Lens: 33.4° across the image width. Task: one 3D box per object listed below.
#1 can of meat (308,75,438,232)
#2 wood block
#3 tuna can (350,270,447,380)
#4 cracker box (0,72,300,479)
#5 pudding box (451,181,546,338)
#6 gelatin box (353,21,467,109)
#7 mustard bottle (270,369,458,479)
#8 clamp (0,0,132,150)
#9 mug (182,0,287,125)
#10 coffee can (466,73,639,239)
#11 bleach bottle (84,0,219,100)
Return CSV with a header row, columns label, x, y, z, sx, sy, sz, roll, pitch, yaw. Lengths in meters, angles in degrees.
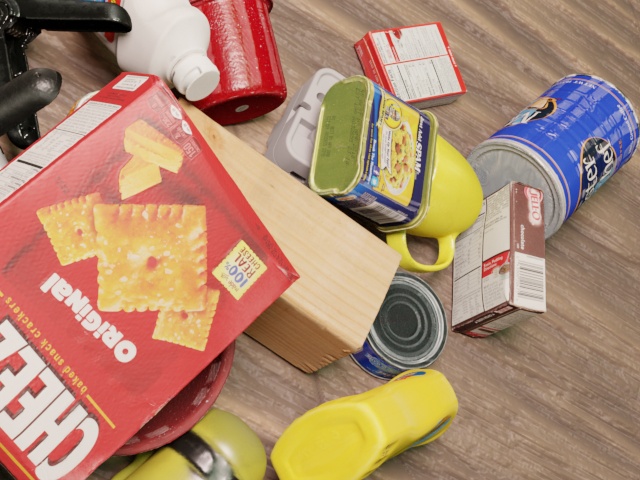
label,x,y,z,sx,sy,sz,roll,pitch,yaw
can of meat,0.041,-0.067,0.830,0.083,0.058,0.102,24,68,-43
wood block,-0.055,0.001,0.800,0.206,0.091,0.090,35,58,-13
tuna can,0.061,0.069,0.872,0.086,0.034,0.086,11,66,-25
cracker box,-0.139,0.027,0.642,0.213,0.072,0.164,-43,118,-20
pudding box,0.150,0.017,0.909,0.039,0.090,0.113,16,65,-22
gelatin box,0.082,-0.157,0.975,0.089,0.030,0.073,-15,80,-32
mustard bottle,0.050,0.135,0.795,0.191,0.096,0.058,-7,64,-59
clamp,-0.223,-0.144,0.764,0.172,0.039,0.120,32,85,28
mug,-0.085,-0.139,0.847,0.117,0.093,0.081,-14,82,-1
coffee can,0.211,-0.076,0.971,0.140,0.103,0.103,-38,92,-34
bleach bottle,-0.150,-0.205,0.781,0.067,0.103,0.251,-16,60,-45
